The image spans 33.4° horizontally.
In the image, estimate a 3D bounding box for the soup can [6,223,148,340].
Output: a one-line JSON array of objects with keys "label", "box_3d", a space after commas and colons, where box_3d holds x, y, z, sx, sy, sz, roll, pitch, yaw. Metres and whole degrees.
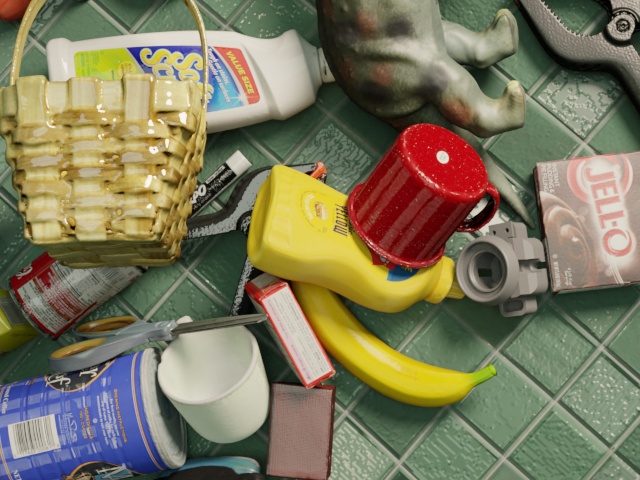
[{"label": "soup can", "box_3d": [-0.210, 0.030, 0.926, 0.102, 0.068, 0.068, -37, 83, 1]}]

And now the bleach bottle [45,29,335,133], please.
[{"label": "bleach bottle", "box_3d": [-0.106, -0.144, 0.934, 0.251, 0.068, 0.102, -9, 89, 3]}]

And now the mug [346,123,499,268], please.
[{"label": "mug", "box_3d": [0.091, -0.035, 0.855, 0.117, 0.082, 0.093, 15, 44, -22]}]

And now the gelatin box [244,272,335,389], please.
[{"label": "gelatin box", "box_3d": [-0.026, 0.073, 0.888, 0.030, 0.073, 0.089, -30, 102, -8]}]

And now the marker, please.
[{"label": "marker", "box_3d": [-0.112, -0.033, 0.946, 0.121, 0.020, 0.020, -42, 82, 1]}]

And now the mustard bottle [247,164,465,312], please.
[{"label": "mustard bottle", "box_3d": [0.037, 0.010, 0.887, 0.191, 0.058, 0.096, 21, 43, -16]}]

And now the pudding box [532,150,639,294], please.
[{"label": "pudding box", "box_3d": [0.231, -0.015, 0.899, 0.090, 0.039, 0.113, -7, 85, 4]}]

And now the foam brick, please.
[{"label": "foam brick", "box_3d": [-0.015, 0.159, 0.902, 0.051, 0.053, 0.078, 3, 86, 6]}]

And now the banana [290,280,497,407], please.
[{"label": "banana", "box_3d": [0.048, 0.089, 0.909, 0.198, 0.037, 0.069, 29, 93, 8]}]

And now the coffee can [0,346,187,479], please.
[{"label": "coffee can", "box_3d": [-0.194, 0.155, 0.895, 0.140, 0.103, 0.103, -14, 84, 4]}]

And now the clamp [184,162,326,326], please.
[{"label": "clamp", "box_3d": [-0.056, 0.001, 0.929, 0.171, 0.039, 0.120, -33, 100, 0]}]

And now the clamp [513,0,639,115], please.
[{"label": "clamp", "box_3d": [0.257, -0.168, 0.911, 0.210, 0.036, 0.164, 19, 87, 9]}]

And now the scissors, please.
[{"label": "scissors", "box_3d": [-0.144, 0.082, 0.872, 0.202, 0.096, 0.016, -4, 111, 41]}]
